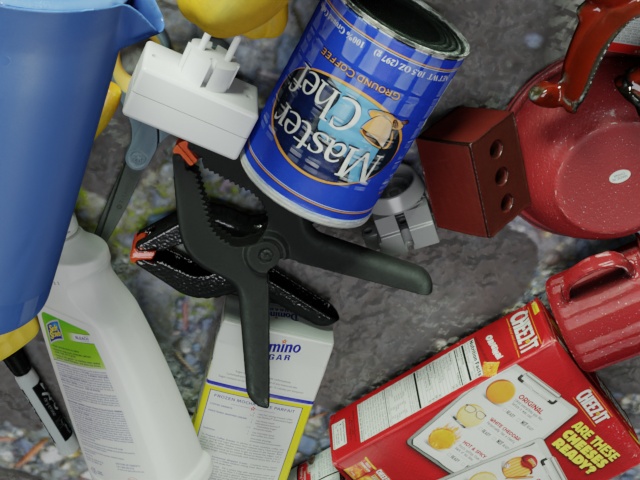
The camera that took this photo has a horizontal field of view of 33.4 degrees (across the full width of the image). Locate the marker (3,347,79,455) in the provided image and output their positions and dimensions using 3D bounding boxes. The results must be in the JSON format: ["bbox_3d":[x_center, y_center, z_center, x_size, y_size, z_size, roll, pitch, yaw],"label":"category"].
[{"bbox_3d":[-0.236,0.133,0.899,0.020,0.020,0.121,-16,122,7],"label":"marker"}]

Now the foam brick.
[{"bbox_3d":[0.110,-0.049,0.765,0.052,0.051,0.078,-38,125,-32],"label":"foam brick"}]

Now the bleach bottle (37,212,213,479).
[{"bbox_3d":[-0.163,0.089,0.827,0.103,0.068,0.251,3,120,31],"label":"bleach bottle"}]

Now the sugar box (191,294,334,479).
[{"bbox_3d":[-0.055,0.133,0.893,0.093,0.048,0.176,14,118,-9],"label":"sugar box"}]

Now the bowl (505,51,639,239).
[{"bbox_3d":[0.210,-0.057,0.778,0.162,0.055,0.162,-1,122,-2],"label":"bowl"}]

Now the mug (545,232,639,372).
[{"bbox_3d":[0.222,0.046,0.820,0.082,0.093,0.117,-25,143,18],"label":"mug"}]

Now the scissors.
[{"bbox_3d":[-0.143,-0.078,0.770,0.096,0.016,0.202,37,114,-21],"label":"scissors"}]

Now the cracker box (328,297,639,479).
[{"bbox_3d":[0.139,0.167,0.909,0.214,0.072,0.164,-32,119,16],"label":"cracker box"}]

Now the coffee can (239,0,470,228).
[{"bbox_3d":[0.021,-0.094,0.716,0.102,0.103,0.140,22,119,-16],"label":"coffee can"}]

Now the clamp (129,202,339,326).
[{"bbox_3d":[-0.055,0.001,0.813,0.171,0.039,0.120,10,111,-12],"label":"clamp"}]

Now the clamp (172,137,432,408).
[{"bbox_3d":[-0.044,0.016,0.779,0.165,0.036,0.210,-43,104,9],"label":"clamp"}]

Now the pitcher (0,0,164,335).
[{"bbox_3d":[-0.201,-0.066,0.607,0.144,0.149,0.243,-18,141,-43],"label":"pitcher"}]
